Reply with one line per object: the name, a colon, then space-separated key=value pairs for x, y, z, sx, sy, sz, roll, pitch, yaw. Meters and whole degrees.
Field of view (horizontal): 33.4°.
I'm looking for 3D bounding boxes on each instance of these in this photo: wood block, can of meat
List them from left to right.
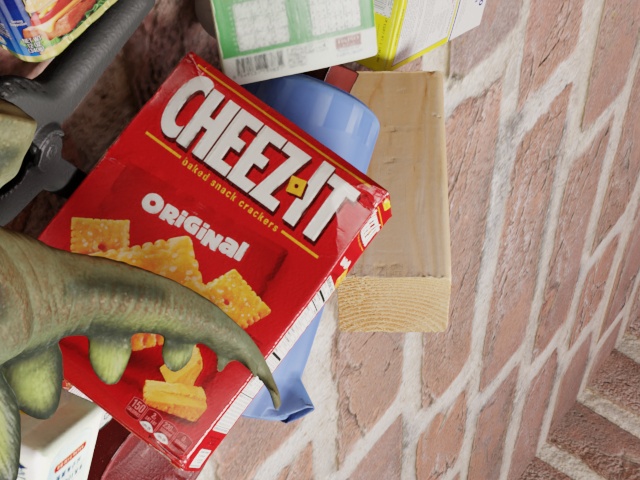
can of meat: x=-0.148 y=-0.159 z=0.575 sx=0.102 sy=0.057 sz=0.084 roll=-48 pitch=156 yaw=-21
wood block: x=0.060 y=-0.034 z=0.894 sx=0.091 sy=0.090 sz=0.206 roll=84 pitch=7 yaw=-57

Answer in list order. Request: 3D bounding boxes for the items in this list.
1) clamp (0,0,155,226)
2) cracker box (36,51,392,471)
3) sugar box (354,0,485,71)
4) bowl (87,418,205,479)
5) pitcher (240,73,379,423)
clamp: x=-0.168 y=-0.070 z=0.630 sx=0.209 sy=0.036 sz=0.165 roll=-34 pitch=146 yaw=-62
cracker box: x=-0.081 y=0.013 z=0.680 sx=0.213 sy=0.164 sz=0.072 roll=-53 pitch=170 yaw=-7
sugar box: x=0.098 y=-0.223 z=0.978 sx=0.175 sy=0.048 sz=0.093 roll=-36 pitch=147 yaw=-47
bowl: x=-0.158 y=0.183 z=0.935 sx=0.161 sy=0.055 sz=0.162 roll=-43 pitch=151 yaw=-32
pitcher: x=-0.055 y=0.001 z=0.782 sx=0.145 sy=0.149 sz=0.243 roll=4 pitch=-107 yaw=69
